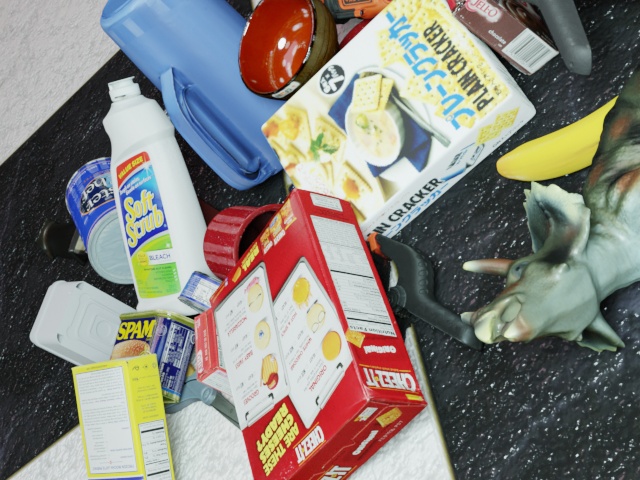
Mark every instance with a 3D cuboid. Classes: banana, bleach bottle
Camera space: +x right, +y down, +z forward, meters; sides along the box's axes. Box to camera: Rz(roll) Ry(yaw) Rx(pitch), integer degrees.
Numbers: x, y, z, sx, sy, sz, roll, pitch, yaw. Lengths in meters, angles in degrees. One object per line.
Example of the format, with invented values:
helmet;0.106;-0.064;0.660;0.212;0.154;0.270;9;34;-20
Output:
banana;0.228;-0.096;0.859;0.198;0.037;0.069;-36;23;23
bleach bottle;-0.178;-0.045;1.123;0.103;0.251;0.067;-7;14;37

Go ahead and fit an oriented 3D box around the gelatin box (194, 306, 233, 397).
gelatin box;-0.077;0.112;1.001;0.030;0.089;0.073;-38;40;27

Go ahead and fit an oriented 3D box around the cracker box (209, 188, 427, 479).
cracker box;-0.010;0.090;0.904;0.164;0.072;0.214;-50;45;36

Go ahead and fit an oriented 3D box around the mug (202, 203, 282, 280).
mug;-0.057;0.001;1.075;0.117;0.093;0.082;-36;23;-26

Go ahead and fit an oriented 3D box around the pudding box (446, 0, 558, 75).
pudding box;0.155;-0.210;0.959;0.039;0.113;0.090;-39;39;26

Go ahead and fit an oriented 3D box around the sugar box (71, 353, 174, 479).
sugar box;-0.188;0.203;1.035;0.094;0.048;0.176;-13;86;43

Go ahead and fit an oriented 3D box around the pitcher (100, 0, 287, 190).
pitcher;-0.115;-0.177;1.127;0.145;0.242;0.149;-46;27;0

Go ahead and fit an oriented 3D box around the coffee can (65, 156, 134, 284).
coffee can;-0.243;-0.026;1.285;0.103;0.102;0.140;-50;36;8

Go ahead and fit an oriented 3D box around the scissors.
scissors;-0.125;0.167;1.077;0.096;0.016;0.202;-51;36;10

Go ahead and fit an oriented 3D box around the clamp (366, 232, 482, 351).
clamp;0.065;0.068;0.919;0.120;0.039;0.171;-42;39;15

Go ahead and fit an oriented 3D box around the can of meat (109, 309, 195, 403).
can of meat;-0.177;0.122;1.110;0.102;0.057;0.084;-9;61;48

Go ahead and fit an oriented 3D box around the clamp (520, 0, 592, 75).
clamp;0.189;-0.209;0.869;0.210;0.036;0.164;33;54;30

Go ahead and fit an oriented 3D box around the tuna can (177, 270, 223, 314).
tuna can;-0.098;0.064;1.065;0.086;0.086;0.033;16;74;53
